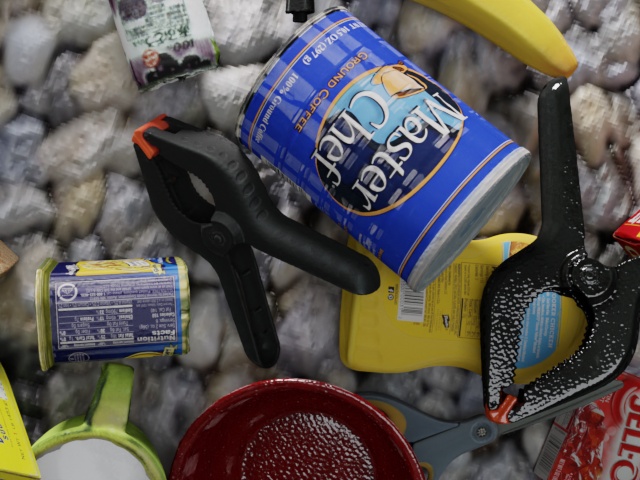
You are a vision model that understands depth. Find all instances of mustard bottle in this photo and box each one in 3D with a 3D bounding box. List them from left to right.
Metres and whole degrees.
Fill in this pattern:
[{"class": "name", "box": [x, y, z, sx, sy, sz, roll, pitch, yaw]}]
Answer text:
[{"class": "mustard bottle", "box": [0.111, 0.042, 0.683, 0.191, 0.058, 0.096, 6, 80, -8]}]

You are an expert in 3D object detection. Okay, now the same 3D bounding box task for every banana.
[{"class": "banana", "box": [0.069, -0.153, 0.663, 0.197, 0.037, 0.069, 14, 64, -13]}]

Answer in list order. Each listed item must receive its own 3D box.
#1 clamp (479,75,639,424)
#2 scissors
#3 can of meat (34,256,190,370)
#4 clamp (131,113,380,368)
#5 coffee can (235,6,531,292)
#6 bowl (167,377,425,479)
[{"class": "clamp", "box": [0.152, 0.013, 0.640, 0.164, 0.036, 0.210, 39, 84, 11]}, {"class": "scissors", "box": [0.088, 0.112, 0.696, 0.202, 0.016, 0.096, -34, 94, 4]}, {"class": "can of meat", "box": [-0.121, 0.039, 0.631, 0.084, 0.102, 0.057, -3, 95, -10]}, {"class": "clamp", "box": [-0.054, 0.001, 0.656, 0.171, 0.039, 0.120, 44, 124, 6]}, {"class": "coffee can", "box": [0.036, -0.053, 0.621, 0.140, 0.102, 0.103, 40, 89, 12]}, {"class": "bowl", "box": [-0.012, 0.157, 0.668, 0.162, 0.055, 0.162, 1, 99, 8]}]
